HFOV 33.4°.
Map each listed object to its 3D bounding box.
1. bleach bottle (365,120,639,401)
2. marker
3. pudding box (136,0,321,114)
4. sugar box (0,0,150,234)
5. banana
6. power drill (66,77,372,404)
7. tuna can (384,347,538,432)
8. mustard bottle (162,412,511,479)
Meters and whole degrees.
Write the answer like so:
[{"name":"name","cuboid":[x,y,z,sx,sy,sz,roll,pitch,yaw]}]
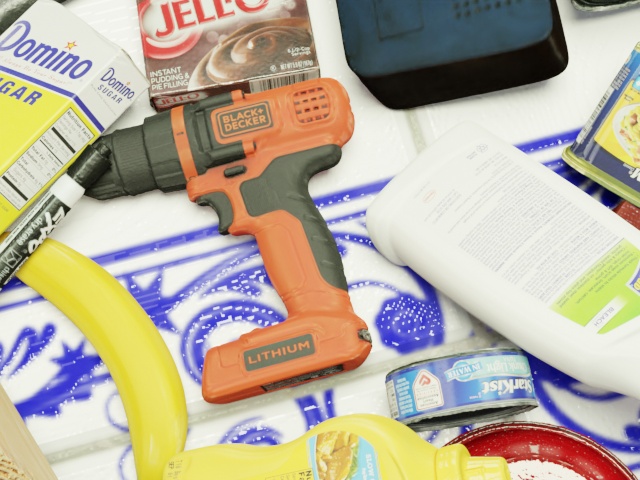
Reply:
[{"name":"bleach bottle","cuboid":[0.140,0.032,0.590,0.102,0.068,0.251,-44,52,-5]},{"name":"marker","cuboid":[-0.168,-0.011,0.641,0.020,0.020,0.121,40,88,9]},{"name":"pudding box","cuboid":[-0.062,-0.137,0.701,0.113,0.039,0.090,-9,75,-4]},{"name":"sugar box","cuboid":[-0.199,-0.065,0.658,0.093,0.048,0.176,36,81,33]},{"name":"banana","cuboid":[-0.131,0.067,0.648,0.069,0.037,0.198,-27,77,-7]},{"name":"power drill","cuboid":[-0.054,0.001,0.656,0.184,0.057,0.188,-14,77,3]},{"name":"tuna can","cuboid":[0.081,0.088,0.622,0.086,0.086,0.034,-8,74,-3]},{"name":"mustard bottle","cuboid":[0.010,0.146,0.585,0.192,0.058,0.096,-16,76,19]}]
